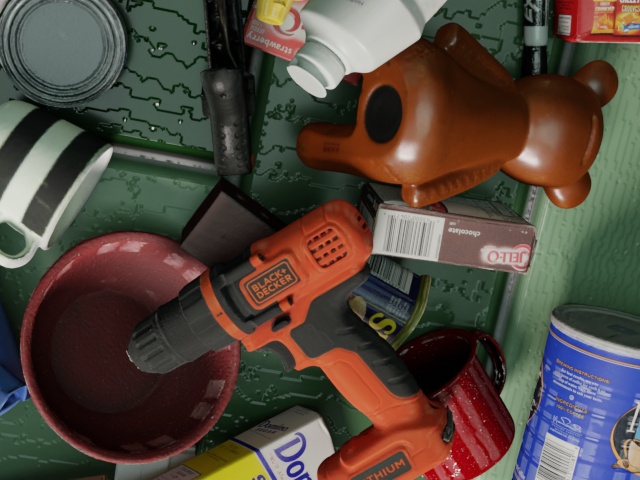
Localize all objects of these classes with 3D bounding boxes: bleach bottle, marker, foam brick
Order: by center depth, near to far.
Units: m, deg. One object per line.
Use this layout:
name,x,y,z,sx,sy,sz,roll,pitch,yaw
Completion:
bleach bottle,0.060,-0.194,0.663,0.250,0.103,0.068,-53,133,-12
marker,0.154,-0.172,0.759,0.020,0.020,0.121,-2,104,-4
foam brick,-0.055,0.001,0.766,0.078,0.053,0.051,37,98,-12

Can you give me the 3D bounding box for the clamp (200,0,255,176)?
clamp,-0.061,-0.092,0.698,0.039,0.120,0.171,0,138,3

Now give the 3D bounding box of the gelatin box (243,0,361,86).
gelatin box,-0.002,-0.157,0.744,0.089,0.030,0.073,20,101,-9

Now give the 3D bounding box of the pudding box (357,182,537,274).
pudding box,0.087,-0.010,0.756,0.113,0.090,0.039,10,101,-6

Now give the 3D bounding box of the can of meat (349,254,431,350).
can of meat,0.017,0.048,0.767,0.084,0.057,0.102,29,130,-8

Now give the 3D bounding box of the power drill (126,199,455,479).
power drill,-0.013,0.089,0.708,0.185,0.057,0.187,-31,100,15

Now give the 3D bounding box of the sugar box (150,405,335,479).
sugar box,-0.065,0.199,0.777,0.176,0.048,0.093,-23,106,-28

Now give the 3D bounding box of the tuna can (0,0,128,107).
tuna can,-0.176,-0.136,0.733,0.086,0.034,0.086,-1,103,-4

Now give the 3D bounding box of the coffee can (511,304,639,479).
coffee can,0.207,0.130,0.793,0.102,0.103,0.140,9,103,-7

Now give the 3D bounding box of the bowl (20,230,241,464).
bowl,-0.139,0.076,0.755,0.161,0.055,0.162,7,77,-31

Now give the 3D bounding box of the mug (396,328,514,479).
mug,0.099,0.118,0.797,0.117,0.093,0.081,-44,112,-31
